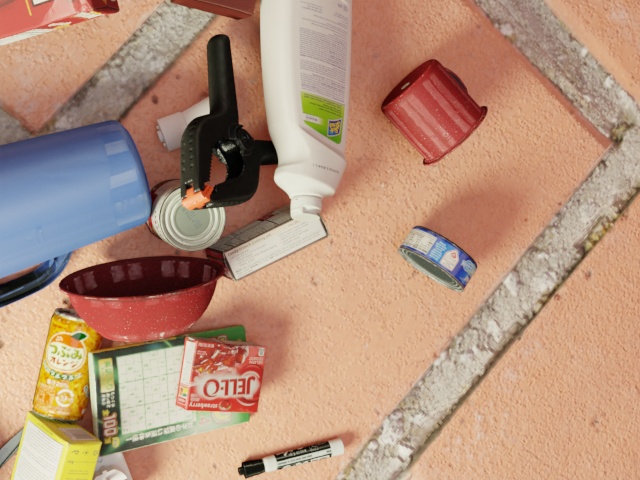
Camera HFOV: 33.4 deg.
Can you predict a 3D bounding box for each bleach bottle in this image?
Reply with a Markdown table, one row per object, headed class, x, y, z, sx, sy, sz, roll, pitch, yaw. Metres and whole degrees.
| class | x | y | z | sx | sy | sz | roll | pitch | yaw |
| --- | --- | --- | --- | --- | --- | --- | --- | --- | --- |
| bleach bottle | -0.018 | -0.145 | 1.081 | 0.102 | 0.068 | 0.251 | 11 | 73 | -33 |

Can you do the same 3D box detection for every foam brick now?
| class | x | y | z | sx | sy | sz | roll | pitch | yaw |
| --- | --- | --- | --- | --- | --- | --- | --- | --- | --- |
| foam brick | -0.107 | -0.262 | 1.092 | 0.078 | 0.051 | 0.053 | 11 | 91 | -19 |

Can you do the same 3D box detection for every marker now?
| class | x | y | z | sx | sy | sz | roll | pitch | yaw |
| --- | --- | --- | --- | --- | --- | --- | --- | --- | --- |
| marker | -0.033 | 0.242 | 1.182 | 0.121 | 0.020 | 0.020 | -11 | 99 | -16 |

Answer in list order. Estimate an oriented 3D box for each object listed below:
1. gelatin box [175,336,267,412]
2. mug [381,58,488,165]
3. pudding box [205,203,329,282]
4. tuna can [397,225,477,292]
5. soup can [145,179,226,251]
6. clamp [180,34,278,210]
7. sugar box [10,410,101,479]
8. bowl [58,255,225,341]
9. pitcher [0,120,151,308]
| class | x | y | z | sx | sy | sz | roll | pitch | yaw |
| --- | --- | --- | --- | --- | --- | --- | --- | --- | --- |
| gelatin box | -0.102 | 0.142 | 1.116 | 0.089 | 0.030 | 0.073 | 10 | 89 | -35 |
| mug | 0.126 | -0.149 | 1.164 | 0.081 | 0.093 | 0.117 | 46 | 50 | -12 |
| pudding box | -0.057 | 0.001 | 1.113 | 0.113 | 0.090 | 0.039 | -28 | 102 | -14 |
| tuna can | 0.130 | 0.020 | 1.177 | 0.086 | 0.086 | 0.033 | 37 | 82 | -17 |
| soup can | -0.138 | -0.026 | 1.078 | 0.068 | 0.102 | 0.068 | -2 | 96 | -18 |
| clamp | -0.080 | -0.092 | 1.063 | 0.164 | 0.036 | 0.209 | 46 | 38 | -26 |
| sugar box | -0.276 | 0.268 | 1.064 | 0.048 | 0.093 | 0.176 | 10 | 96 | -41 |
| bowl | -0.172 | 0.060 | 1.047 | 0.162 | 0.162 | 0.055 | -7 | 103 | -17 |
| pitcher | -0.291 | -0.024 | 1.026 | 0.242 | 0.149 | 0.145 | -19 | 83 | -18 |
